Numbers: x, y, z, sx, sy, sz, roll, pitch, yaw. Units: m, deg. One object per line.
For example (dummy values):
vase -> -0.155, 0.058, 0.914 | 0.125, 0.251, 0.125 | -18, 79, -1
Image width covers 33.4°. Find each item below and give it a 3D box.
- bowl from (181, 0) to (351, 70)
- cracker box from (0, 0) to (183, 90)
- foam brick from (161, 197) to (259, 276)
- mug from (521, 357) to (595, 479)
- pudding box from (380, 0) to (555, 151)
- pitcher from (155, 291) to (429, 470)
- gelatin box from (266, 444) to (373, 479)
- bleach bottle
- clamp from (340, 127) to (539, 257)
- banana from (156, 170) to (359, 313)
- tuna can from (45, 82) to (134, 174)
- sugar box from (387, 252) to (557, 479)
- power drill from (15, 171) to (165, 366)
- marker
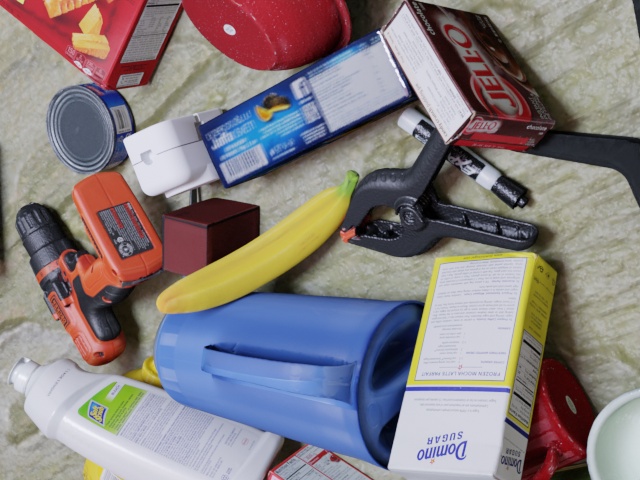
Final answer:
bowl -> -0.056, -0.184, 0.829 | 0.162, 0.055, 0.162 | 33, 161, 12
cracker box -> -0.189, -0.264, 0.933 | 0.164, 0.072, 0.214 | 40, 120, 15
foam brick -> -0.098, -0.003, 0.951 | 0.053, 0.078, 0.051 | 12, 111, 31
mug -> 0.157, 0.149, 0.818 | 0.082, 0.117, 0.093 | -31, 111, 29
pudding box -> 0.105, -0.117, 0.765 | 0.039, 0.089, 0.113 | -50, 55, 35
pitcher -> -0.028, 0.103, 0.892 | 0.243, 0.144, 0.149 | 5, 133, 38
gelatin box -> 0.003, 0.226, 0.957 | 0.089, 0.073, 0.030 | 29, 117, 21
bleach bottle -> -0.166, 0.169, 0.978 | 0.251, 0.102, 0.068 | 26, 130, 7
clamp -> 0.077, -0.037, 0.839 | 0.172, 0.039, 0.120 | -9, 111, 39
banana -> -0.047, 0.007, 0.900 | 0.198, 0.069, 0.037 | -36, 58, -1
tuna can -> -0.220, -0.108, 1.021 | 0.086, 0.033, 0.086 | 10, 109, 29
sugar box -> 0.116, 0.096, 0.800 | 0.094, 0.048, 0.176 | -5, 61, 40
power drill -> -0.224, 0.011, 1.020 | 0.184, 0.057, 0.188 | 57, 144, 10
marker -> 0.112, -0.064, 0.837 | 0.121, 0.020, 0.020 | 39, 121, 17
